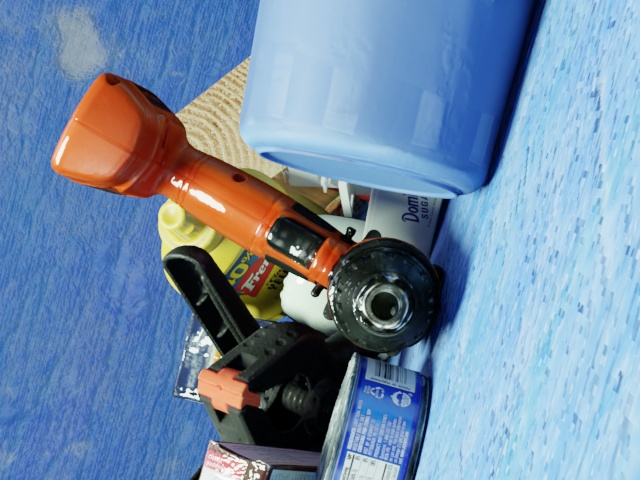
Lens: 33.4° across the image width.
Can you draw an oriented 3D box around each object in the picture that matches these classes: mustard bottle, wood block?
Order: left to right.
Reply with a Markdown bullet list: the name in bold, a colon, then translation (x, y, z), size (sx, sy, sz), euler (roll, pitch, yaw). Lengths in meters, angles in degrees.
- **mustard bottle**: translation (-0.054, 0.001, 0.712), size (0.096, 0.058, 0.191), euler (-54, -23, 4)
- **wood block**: translation (-0.025, -0.068, 0.875), size (0.091, 0.090, 0.206), euler (-37, -17, 11)

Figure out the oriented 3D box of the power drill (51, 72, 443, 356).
- **power drill**: translation (-0.029, -0.008, 0.503), size (0.057, 0.187, 0.184), euler (-59, -3, 0)

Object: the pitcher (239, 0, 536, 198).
- **pitcher**: translation (0.047, -0.145, 0.446), size (0.149, 0.145, 0.243), euler (18, -96, -77)

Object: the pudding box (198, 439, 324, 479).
- **pudding box**: translation (-0.022, 0.147, 0.512), size (0.113, 0.039, 0.090), euler (26, -102, -59)

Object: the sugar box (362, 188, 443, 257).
- **sugar box**: translation (0.062, -0.071, 0.658), size (0.176, 0.048, 0.093), euler (-78, -2, -54)

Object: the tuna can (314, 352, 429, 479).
- **tuna can**: translation (0.019, 0.093, 0.454), size (0.086, 0.034, 0.086), euler (23, -97, -89)

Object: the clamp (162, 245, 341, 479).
- **clamp**: translation (-0.031, 0.086, 0.616), size (0.209, 0.036, 0.164), euler (2, -90, -58)

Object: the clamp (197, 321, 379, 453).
- **clamp**: translation (-0.010, 0.096, 0.576), size (0.171, 0.039, 0.120), euler (5, -89, -57)
